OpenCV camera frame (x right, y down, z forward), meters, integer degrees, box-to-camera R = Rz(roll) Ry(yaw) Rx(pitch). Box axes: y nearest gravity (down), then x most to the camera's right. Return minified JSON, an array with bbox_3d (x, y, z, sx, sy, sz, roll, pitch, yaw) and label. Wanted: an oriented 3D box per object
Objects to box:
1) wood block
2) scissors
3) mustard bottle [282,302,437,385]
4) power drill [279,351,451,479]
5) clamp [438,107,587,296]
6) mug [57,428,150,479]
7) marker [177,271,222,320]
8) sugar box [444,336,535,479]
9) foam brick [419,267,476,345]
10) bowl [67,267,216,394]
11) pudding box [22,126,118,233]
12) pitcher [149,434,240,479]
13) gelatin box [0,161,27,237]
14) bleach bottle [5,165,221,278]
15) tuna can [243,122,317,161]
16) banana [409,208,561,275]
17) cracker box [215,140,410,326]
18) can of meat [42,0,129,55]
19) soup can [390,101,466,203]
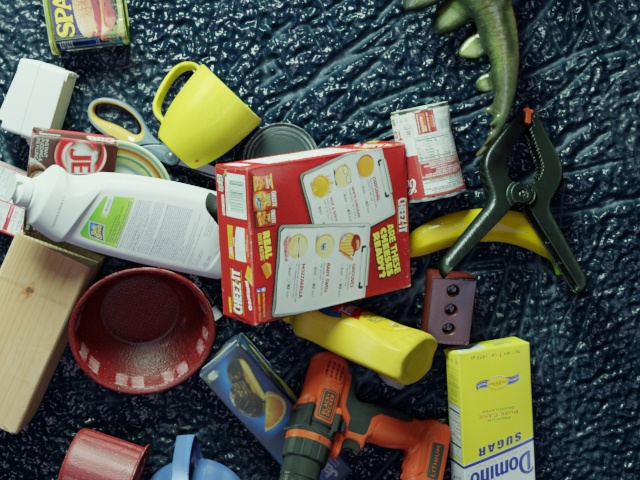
[{"bbox_3d":[-0.329,0.097,1.195,0.091,0.090,0.206,25,97,-3],"label":"wood block"},{"bbox_3d":[-0.186,-0.083,1.211,0.201,0.016,0.096,36,97,-5],"label":"scissors"},{"bbox_3d":[0.028,0.099,1.189,0.192,0.096,0.058,21,103,27],"label":"mustard bottle"},{"bbox_3d":[0.048,0.236,1.187,0.187,0.057,0.184,27,61,-19],"label":"power drill"},{"bbox_3d":[0.210,-0.043,1.181,0.164,0.036,0.210,1,79,-6],"label":"clamp"},{"bbox_3d":[-0.252,0.273,1.227,0.081,0.093,0.117,19,133,1],"label":"mug"},{"bbox_3d":[-0.151,0.040,1.225,0.020,0.020,0.121,-30,97,3],"label":"marker"},{"bbox_3d":[0.196,0.206,1.230,0.093,0.048,0.176,-7,96,-16],"label":"sugar box"},{"bbox_3d":[0.145,0.075,1.218,0.053,0.051,0.078,5,97,-2],"label":"foam brick"},{"bbox_3d":[-0.201,0.091,1.199,0.162,0.055,0.162,-5,116,-10],"label":"bowl"},{"bbox_3d":[-0.272,-0.062,1.154,0.090,0.039,0.113,5,112,-19],"label":"pudding box"},{"bbox_3d":[-0.144,0.324,1.150,0.149,0.243,0.145,42,93,-7],"label":"pitcher"},{"bbox_3d":[-0.364,-0.051,1.205,0.089,0.030,0.073,20,95,-3],"label":"gelatin box"},{"bbox_3d":[-0.206,-0.032,1.136,0.250,0.068,0.102,16,98,-32],"label":"bleach bottle"},{"bbox_3d":[-0.044,-0.090,1.202,0.086,0.034,0.086,0,97,-1],"label":"tuna can"},{"bbox_3d":[0.189,-0.003,1.215,0.197,0.037,0.069,7,95,-2],"label":"banana"},{"bbox_3d":[-0.006,-0.013,1.138,0.213,0.072,0.164,-12,105,-37],"label":"cracker box"},{"bbox_3d":[-0.256,-0.259,1.167,0.084,0.057,0.102,-7,98,-3],"label":"can of meat"},{"bbox_3d":[0.119,-0.098,1.187,0.068,0.068,0.102,-12,97,0],"label":"soup can"}]
